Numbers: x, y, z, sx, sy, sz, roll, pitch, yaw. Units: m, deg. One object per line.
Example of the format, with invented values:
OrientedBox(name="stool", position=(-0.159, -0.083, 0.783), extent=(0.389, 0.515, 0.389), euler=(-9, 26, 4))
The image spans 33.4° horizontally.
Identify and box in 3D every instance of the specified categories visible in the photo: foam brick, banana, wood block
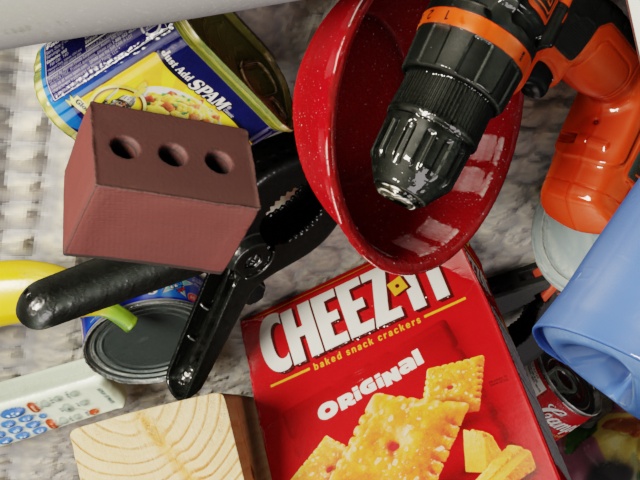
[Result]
OrientedBox(name="foam brick", position=(-0.075, -0.023, 0.491), extent=(0.078, 0.053, 0.051), euler=(7, 140, -24))
OrientedBox(name="banana", position=(-0.210, 0.053, 0.621), extent=(0.198, 0.037, 0.069), euler=(-18, 106, 11))
OrientedBox(name="wood block", position=(-0.082, 0.151, 0.684), extent=(0.090, 0.091, 0.206), euler=(-15, 170, -1))

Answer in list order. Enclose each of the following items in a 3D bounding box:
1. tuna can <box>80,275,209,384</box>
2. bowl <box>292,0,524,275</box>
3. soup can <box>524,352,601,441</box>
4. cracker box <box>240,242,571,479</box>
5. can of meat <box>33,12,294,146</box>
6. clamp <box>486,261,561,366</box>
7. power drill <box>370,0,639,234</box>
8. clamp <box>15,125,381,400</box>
OrientedBox(name="tuna can", position=(-0.108, 0.053, 0.673), extent=(0.086, 0.034, 0.086), euler=(-10, 141, -8))
OrientedBox(name="bowl", position=(0.037, -0.067, 0.527), extent=(0.161, 0.055, 0.162), euler=(-19, 115, -45))
OrientedBox(name="soup can", position=(0.159, 0.133, 0.837), extent=(0.068, 0.068, 0.102), euler=(21, 129, -37))
OrientedBox(name="cracker box", position=(0.050, 0.112, 0.656), extent=(0.164, 0.214, 0.072), euler=(-25, 139, 10))
OrientedBox(name="can of meat", position=(-0.074, -0.074, 0.516), extent=(0.084, 0.057, 0.102), euler=(-28, 139, 18))
OrientedBox(name="clamp", position=(0.117, 0.087, 0.774), extent=(0.172, 0.039, 0.120), euler=(-40, 126, 21))
OrientedBox(name="power drill", position=(0.110, -0.072, 0.522), extent=(0.187, 0.057, 0.184), euler=(36, 80, -50))
OrientedBox(name="clamp", position=(-0.054, 0.001, 0.582), extent=(0.210, 0.036, 0.164), euler=(-45, 149, 9))
